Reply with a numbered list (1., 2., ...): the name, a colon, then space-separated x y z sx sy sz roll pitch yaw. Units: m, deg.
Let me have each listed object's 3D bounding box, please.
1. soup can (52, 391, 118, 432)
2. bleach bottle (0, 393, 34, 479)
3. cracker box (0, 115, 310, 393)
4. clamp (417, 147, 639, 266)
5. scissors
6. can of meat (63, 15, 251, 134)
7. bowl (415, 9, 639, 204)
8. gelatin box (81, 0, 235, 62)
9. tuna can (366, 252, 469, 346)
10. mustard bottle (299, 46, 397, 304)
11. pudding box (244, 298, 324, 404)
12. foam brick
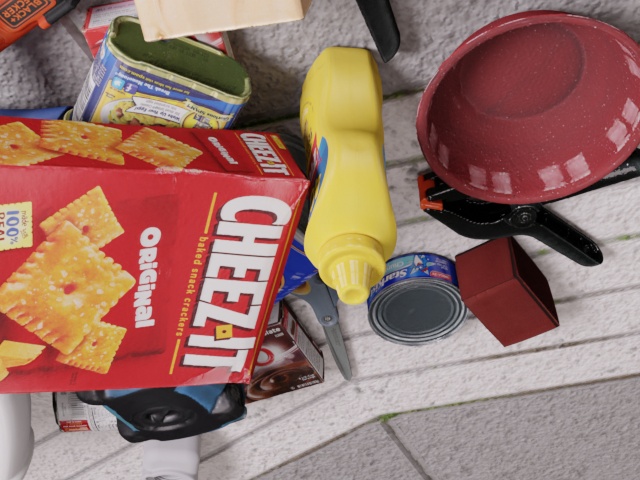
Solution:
1. soup can: -0.181 0.136 0.952 0.102 0.068 0.068 -3 136 1
2. bleach bottle: -0.257 0.110 0.795 0.102 0.068 0.251 17 144 -9
3. cracker box: -0.130 0.013 0.657 0.213 0.072 0.164 2 122 -27
4. clamp: 0.160 -0.023 0.828 0.171 0.039 0.120 1 131 2
5. scissors: 0.020 0.053 0.913 0.096 0.016 0.201 -21 133 18
6. can of meat: -0.105 -0.087 0.691 0.102 0.057 0.084 18 127 -21
7. bowl: 0.144 -0.101 0.734 0.162 0.055 0.162 -1 136 -1
8. gelatin box: -0.105 -0.126 0.715 0.089 0.030 0.073 -9 135 6
9. tuna can: 0.081 0.050 0.900 0.086 0.034 0.086 -1 136 -1
10. mustard bottle: 0.017 -0.035 0.698 0.058 0.191 0.096 4 135 -7
11. pudding box: -0.065 0.102 0.942 0.114 0.039 0.090 -20 132 16
12. foam brick: 0.154 0.041 0.882 0.051 0.053 0.078 -27 130 23
